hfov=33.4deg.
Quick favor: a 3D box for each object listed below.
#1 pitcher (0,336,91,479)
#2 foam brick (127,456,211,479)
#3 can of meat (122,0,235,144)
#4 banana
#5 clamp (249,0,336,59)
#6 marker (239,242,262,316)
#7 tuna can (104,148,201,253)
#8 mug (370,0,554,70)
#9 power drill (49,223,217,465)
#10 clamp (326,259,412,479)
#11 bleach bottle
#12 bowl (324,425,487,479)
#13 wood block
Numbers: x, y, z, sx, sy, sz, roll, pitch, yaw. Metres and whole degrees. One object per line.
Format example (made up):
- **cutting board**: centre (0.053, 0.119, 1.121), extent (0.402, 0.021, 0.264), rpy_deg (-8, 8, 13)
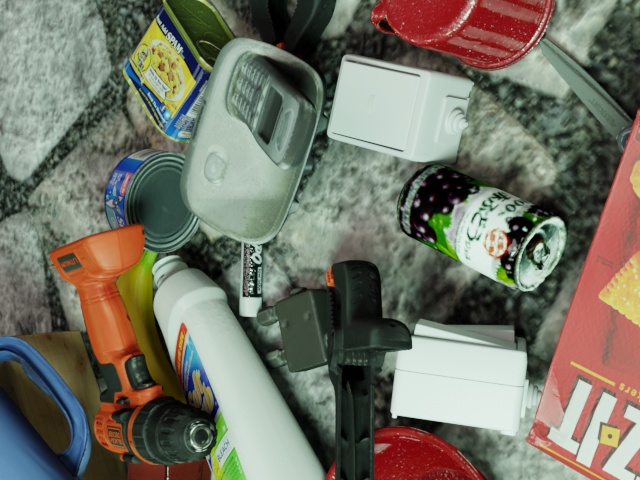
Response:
- **pitcher**: centre (-0.264, 0.197, 0.874), extent (0.243, 0.144, 0.149), rpy_deg (40, 108, 21)
- **foam brick**: centre (-0.129, 0.220, 0.911), extent (0.051, 0.052, 0.078), rpy_deg (4, 91, 41)
- **can of meat**: centre (-0.114, -0.144, 0.897), extent (0.084, 0.057, 0.102), rpy_deg (-50, 59, 32)
- **banana**: centre (-0.144, 0.102, 0.934), extent (0.070, 0.037, 0.198), rpy_deg (-35, 68, 37)
- **clamp**: centre (-0.012, -0.221, 0.822), extent (0.120, 0.039, 0.171), rpy_deg (0, 96, 45)
- **marker**: centre (-0.056, 0.001, 0.869), extent (0.020, 0.020, 0.121), rpy_deg (3, 92, 41)
- **tuna can**: centre (-0.139, -0.034, 0.899), extent (0.034, 0.085, 0.086), rpy_deg (14, 99, 41)
- **mug**: centre (0.084, -0.161, 0.708), extent (0.117, 0.081, 0.093), rpy_deg (-9, 84, 40)
- **power drill**: centre (-0.149, 0.085, 0.839), extent (0.185, 0.057, 0.187), rpy_deg (-12, 92, 57)
- **clamp**: centre (0.024, 0.085, 0.718), extent (0.210, 0.036, 0.165), rpy_deg (-102, 19, -66)
- **bleach bottle**: centre (-0.078, 0.120, 0.857), extent (0.251, 0.068, 0.103), rpy_deg (59, 147, 31)
- **bowl**: centre (0.074, 0.205, 0.732), extent (0.162, 0.055, 0.162), rpy_deg (0, 89, 41)
- **wood block**: centre (-0.251, 0.197, 0.992), extent (0.091, 0.090, 0.206), rpy_deg (-37, 66, 35)
